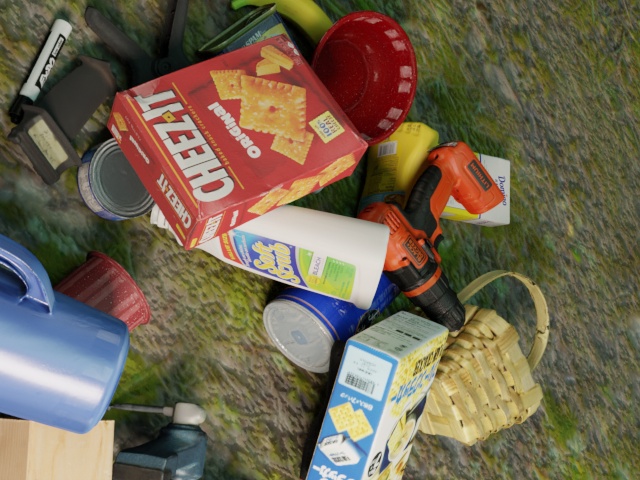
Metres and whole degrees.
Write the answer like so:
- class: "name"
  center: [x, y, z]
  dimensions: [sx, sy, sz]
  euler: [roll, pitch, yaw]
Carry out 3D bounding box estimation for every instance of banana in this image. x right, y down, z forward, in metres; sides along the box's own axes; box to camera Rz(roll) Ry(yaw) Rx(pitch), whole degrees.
- class: "banana"
  center: [-0.021, -0.255, 1.293]
  dimensions: [0.197, 0.037, 0.069]
  euler: [34, 94, -28]

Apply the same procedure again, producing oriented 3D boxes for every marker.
- class: "marker"
  center: [-0.283, -0.169, 1.075]
  dimensions: [0.020, 0.020, 0.121]
  euler: [34, 65, -32]

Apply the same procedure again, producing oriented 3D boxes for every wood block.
- class: "wood block"
  center: [-0.256, 0.271, 0.999]
  dimensions: [0.090, 0.091, 0.206]
  euler: [8, 80, -39]

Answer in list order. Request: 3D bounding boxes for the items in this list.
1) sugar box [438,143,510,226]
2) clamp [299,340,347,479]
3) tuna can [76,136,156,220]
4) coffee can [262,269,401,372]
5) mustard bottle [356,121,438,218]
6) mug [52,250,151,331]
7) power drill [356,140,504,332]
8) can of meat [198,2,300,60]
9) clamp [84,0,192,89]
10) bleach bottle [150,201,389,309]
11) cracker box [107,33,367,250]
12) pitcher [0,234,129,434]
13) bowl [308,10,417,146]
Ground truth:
- class: "sugar box"
  center: [0.183, -0.075, 1.431]
  dimensions: [0.175, 0.048, 0.093]
  euler: [10, 78, -42]
- class: "clamp"
  center: [0.021, 0.189, 1.210]
  dimensions: [0.164, 0.036, 0.210]
  euler: [7, 108, -66]
- class: "tuna can"
  center: [-0.210, -0.064, 1.114]
  dimensions: [0.085, 0.034, 0.086]
  euler: [5, 81, -39]
- class: "coffee can"
  center: [0.016, 0.070, 1.238]
  dimensions: [0.140, 0.103, 0.103]
  euler: [-44, 112, -34]
- class: "mustard bottle"
  center: [0.088, -0.047, 1.315]
  dimensions: [0.058, 0.096, 0.191]
  euler: [25, 69, -38]
- class: "mug"
  center: [-0.227, 0.079, 1.058]
  dimensions: [0.081, 0.093, 0.117]
  euler: [-42, 147, -30]
- class: "power drill"
  center: [0.142, -0.011, 1.248]
  dimensions: [0.184, 0.057, 0.187]
  euler: [52, 55, -20]
- class: "can of meat"
  center: [-0.074, -0.208, 1.220]
  dimensions: [0.102, 0.058, 0.084]
  euler: [-40, 113, -22]
- class: "clamp"
  center: [-0.183, -0.188, 1.144]
  dimensions: [0.120, 0.039, 0.171]
  euler: [-14, 100, -22]
- class: "bleach bottle"
  center: [-0.058, 0.001, 1.149]
  dimensions: [0.251, 0.103, 0.068]
  euler: [13, 51, 0]
- class: "cracker box"
  center: [-0.084, -0.109, 1.100]
  dimensions: [0.213, 0.072, 0.164]
  euler: [-26, 73, -29]
- class: "pitcher"
  center: [-0.289, 0.072, 0.916]
  dimensions: [0.242, 0.149, 0.145]
  euler: [23, 75, -17]
- class: "bowl"
  center: [0.038, -0.195, 1.281]
  dimensions: [0.161, 0.055, 0.162]
  euler: [-9, 106, -34]
